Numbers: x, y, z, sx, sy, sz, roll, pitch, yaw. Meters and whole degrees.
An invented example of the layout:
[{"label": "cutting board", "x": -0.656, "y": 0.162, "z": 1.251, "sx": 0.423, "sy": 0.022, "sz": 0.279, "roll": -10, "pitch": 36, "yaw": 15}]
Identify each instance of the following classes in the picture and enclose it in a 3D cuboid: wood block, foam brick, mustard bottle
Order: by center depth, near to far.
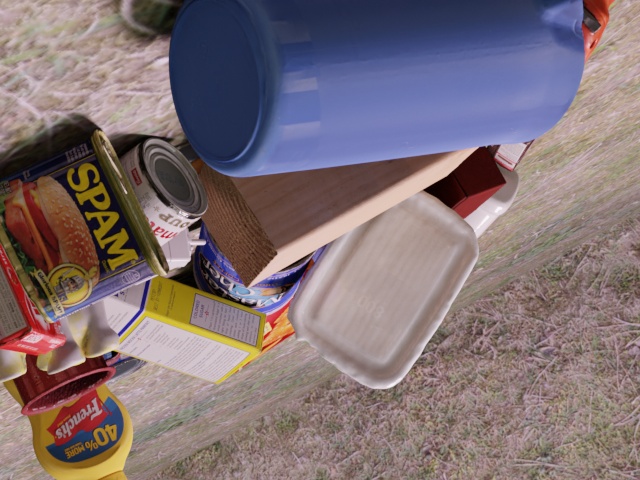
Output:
[{"label": "wood block", "x": 0.014, "y": -0.059, "z": 0.820, "sx": 0.205, "sy": 0.090, "sz": 0.091, "roll": -30, "pitch": 172, "yaw": -25}, {"label": "foam brick", "x": 0.118, "y": -0.050, "z": 0.956, "sx": 0.051, "sy": 0.053, "sz": 0.078, "roll": -20, "pitch": 166, "yaw": -31}, {"label": "mustard bottle", "x": -0.240, "y": 0.179, "z": 1.051, "sx": 0.096, "sy": 0.192, "sz": 0.058, "roll": -22, "pitch": 166, "yaw": -25}]

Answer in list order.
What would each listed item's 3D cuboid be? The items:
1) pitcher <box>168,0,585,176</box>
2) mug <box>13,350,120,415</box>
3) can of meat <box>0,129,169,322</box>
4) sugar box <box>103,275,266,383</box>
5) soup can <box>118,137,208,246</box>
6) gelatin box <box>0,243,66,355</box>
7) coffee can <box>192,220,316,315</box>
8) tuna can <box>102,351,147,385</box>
[{"label": "pitcher", "x": 0.030, "y": -0.105, "z": 0.651, "sx": 0.242, "sy": 0.145, "sz": 0.149, "roll": -14, "pitch": 127, "yaw": -37}, {"label": "mug", "x": -0.240, "y": 0.102, "z": 0.996, "sx": 0.117, "sy": 0.081, "sz": 0.093, "roll": -17, "pitch": 163, "yaw": -42}, {"label": "can of meat", "x": -0.157, "y": -0.008, "z": 0.684, "sx": 0.084, "sy": 0.102, "sz": 0.057, "roll": -25, "pitch": -173, "yaw": -2}, {"label": "sugar box", "x": -0.146, "y": 0.069, "z": 0.934, "sx": 0.176, "sy": 0.048, "sz": 0.093, "roll": 24, "pitch": 143, "yaw": -21}, {"label": "soup can", "x": -0.139, "y": -0.019, "z": 0.759, "sx": 0.102, "sy": 0.068, "sz": 0.068, "roll": -34, "pitch": 166, "yaw": 23}, {"label": "gelatin box", "x": -0.218, "y": 0.035, "z": 0.752, "sx": 0.030, "sy": 0.089, "sz": 0.073, "roll": -28, "pitch": 168, "yaw": 0}, {"label": "coffee can", "x": -0.056, "y": 0.001, "z": 0.935, "sx": 0.102, "sy": 0.103, "sz": 0.140, "roll": -24, "pitch": 167, "yaw": -17}, {"label": "tuna can", "x": -0.248, "y": 0.144, "z": 1.262, "sx": 0.086, "sy": 0.034, "sz": 0.086, "roll": -27, "pitch": 168, "yaw": -7}]
